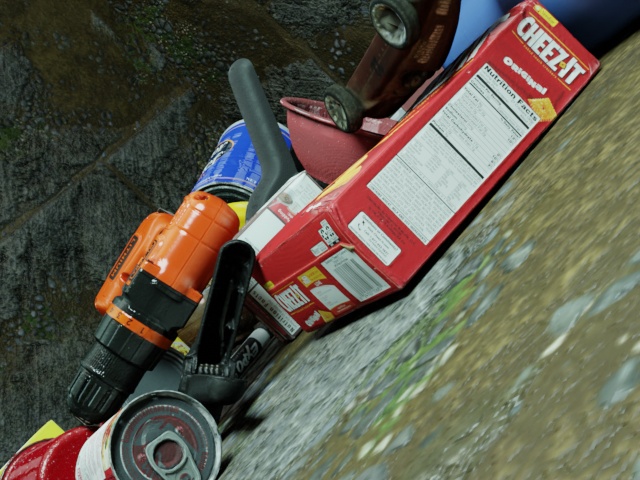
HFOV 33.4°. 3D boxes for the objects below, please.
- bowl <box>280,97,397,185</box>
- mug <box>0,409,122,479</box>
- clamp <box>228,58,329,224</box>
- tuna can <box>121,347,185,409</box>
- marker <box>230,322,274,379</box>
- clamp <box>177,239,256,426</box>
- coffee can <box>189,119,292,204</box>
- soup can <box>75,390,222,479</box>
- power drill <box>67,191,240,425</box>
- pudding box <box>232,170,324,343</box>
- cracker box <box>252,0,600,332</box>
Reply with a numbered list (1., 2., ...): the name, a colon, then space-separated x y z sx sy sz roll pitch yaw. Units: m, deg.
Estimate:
1. bowl: 0.039 -0.072 0.887 0.162 0.162 0.055 -63 -12 -77
2. mug: -0.171 0.172 0.776 0.082 0.093 0.117 -33 20 51
3. clamp: -0.013 -0.042 0.936 0.036 0.164 0.210 -22 62 46
4. tuna can: -0.148 0.136 0.937 0.034 0.086 0.086 -44 4 47
5. marker: -0.067 0.102 0.922 0.121 0.020 0.020 -49 5 -39
6. clamp: -0.074 0.081 0.728 0.172 0.039 0.120 123 161 -55
7. coffee can: -0.078 -0.054 1.136 0.103 0.102 0.140 -43 16 33
8. soup can: -0.108 0.136 0.657 0.068 0.068 0.102 -48 4 -31
9. power drill: -0.134 0.046 0.821 0.184 0.057 0.188 -56 14 -5
10. pudding box: -0.023 0.013 0.861 0.113 0.090 0.039 -47 5 -18
11. cracker box: 0.062 -0.046 0.703 0.213 0.072 0.164 -46 4 -23
